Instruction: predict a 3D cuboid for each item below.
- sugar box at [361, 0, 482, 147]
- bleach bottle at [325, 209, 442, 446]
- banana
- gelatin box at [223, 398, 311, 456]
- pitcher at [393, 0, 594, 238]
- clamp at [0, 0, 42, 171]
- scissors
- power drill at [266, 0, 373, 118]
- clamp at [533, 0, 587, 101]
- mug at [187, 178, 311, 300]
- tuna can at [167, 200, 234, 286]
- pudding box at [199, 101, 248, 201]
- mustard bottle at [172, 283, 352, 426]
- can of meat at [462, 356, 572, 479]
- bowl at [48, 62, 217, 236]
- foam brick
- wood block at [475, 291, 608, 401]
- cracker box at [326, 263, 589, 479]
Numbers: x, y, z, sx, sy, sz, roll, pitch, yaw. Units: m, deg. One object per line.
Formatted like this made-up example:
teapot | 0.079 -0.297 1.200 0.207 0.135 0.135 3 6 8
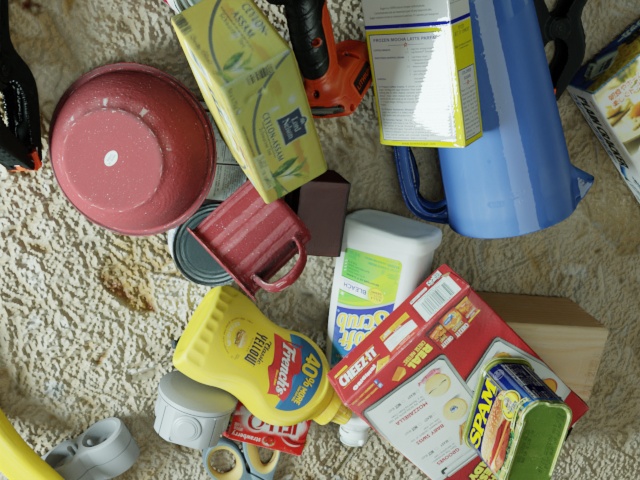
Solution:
sugar box | 0.090 -0.174 0.966 0.048 0.093 0.176 -29 118 -50
bleach bottle | 0.056 0.100 1.104 0.068 0.103 0.251 -24 126 -56
banana | -0.302 0.188 1.024 0.037 0.070 0.198 -36 93 -41
gelatin box | -0.052 0.181 1.123 0.089 0.030 0.073 20 83 -23
pitcher | 0.157 -0.130 1.041 0.149 0.145 0.243 -27 113 -29
clamp | -0.286 -0.142 0.894 0.036 0.164 0.210 2 122 18
scissors | -0.076 0.283 1.171 0.096 0.016 0.202 -10 111 -16
power drill | 0.001 -0.220 0.959 0.057 0.184 0.187 2 132 29
clamp | 0.242 -0.224 1.075 0.120 0.039 0.171 -13 119 -8
mug | -0.056 0.001 0.985 0.081 0.117 0.093 -43 139 -5
tuna can | -0.106 0.000 1.049 0.086 0.034 0.086 -6 111 -16
pudding box | -0.121 -0.086 1.011 0.113 0.039 0.090 4 107 -21
mustard bottle | -0.048 0.132 1.077 0.191 0.058 0.096 35 59 -16
can of meat | 0.183 0.173 0.995 0.057 0.084 0.102 5 110 -21
bowl | -0.177 -0.076 0.952 0.162 0.055 0.162 2 105 9
foam brick | -0.006 -0.029 1.060 0.051 0.053 0.078 2 108 -18
wood block | 0.190 0.112 1.153 0.205 0.091 0.090 5 109 -19
cracker box | 0.137 0.150 1.060 0.164 0.072 0.213 -45 117 4
